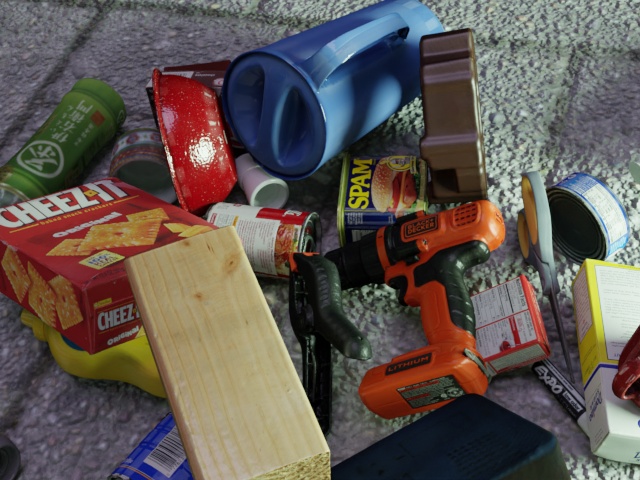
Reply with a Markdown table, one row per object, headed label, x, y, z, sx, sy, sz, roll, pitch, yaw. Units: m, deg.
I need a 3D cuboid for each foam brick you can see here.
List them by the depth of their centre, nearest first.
| label | x | y | z | sx | sy | sz | roll | pitch | yaw |
| --- | --- | --- | --- | --- | --- | --- | --- | --- | --- |
| foam brick | -0.135 | -0.164 | 1.200 | 0.078 | 0.051 | 0.053 | -5 | 49 | 6 |

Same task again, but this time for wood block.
| label | x | y | z | sx | sy | sz | roll | pitch | yaw |
| --- | --- | --- | --- | --- | --- | --- | --- | --- | --- |
| wood block | -0.070 | 0.102 | 0.783 | 0.090 | 0.091 | 0.206 | -18 | 54 | -11 |

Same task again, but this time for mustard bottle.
| label | x | y | z | sx | sy | sz | roll | pitch | yaw |
| --- | --- | --- | --- | --- | --- | --- | --- | --- | --- |
| mustard bottle | -0.189 | 0.086 | 0.979 | 0.192 | 0.058 | 0.096 | 10 | 45 | 19 |

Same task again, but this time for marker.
| label | x | y | z | sx | sy | sz | roll | pitch | yaw |
| --- | --- | --- | --- | --- | --- | --- | --- | --- | --- |
| marker | 0.198 | 0.118 | 0.909 | 0.020 | 0.020 | 0.121 | -27 | 49 | -14 |

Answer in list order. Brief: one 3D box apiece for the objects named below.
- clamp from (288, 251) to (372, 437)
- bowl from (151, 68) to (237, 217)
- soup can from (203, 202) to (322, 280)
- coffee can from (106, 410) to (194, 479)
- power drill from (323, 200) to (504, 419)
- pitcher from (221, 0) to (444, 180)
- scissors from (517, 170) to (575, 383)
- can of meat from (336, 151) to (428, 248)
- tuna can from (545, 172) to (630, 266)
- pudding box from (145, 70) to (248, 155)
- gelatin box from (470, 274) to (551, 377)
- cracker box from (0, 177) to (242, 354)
| label | x | y | z | sx | sy | sz | roll | pitch | yaw |
| --- | --- | --- | --- | --- | --- | --- | --- | --- | --- |
| clamp | -0.002 | 0.083 | 0.925 | 0.039 | 0.120 | 0.171 | 13 | 32 | -22 |
| bowl | -0.120 | -0.097 | 1.060 | 0.055 | 0.162 | 0.162 | -13 | 47 | 1 |
| soup can | -0.057 | 0.001 | 1.026 | 0.102 | 0.068 | 0.068 | 7 | 50 | 16 |
| coffee can | -0.085 | 0.171 | 0.854 | 0.103 | 0.103 | 0.140 | 25 | 57 | 28 |
| power drill | 0.075 | 0.059 | 0.934 | 0.185 | 0.057 | 0.187 | -20 | 46 | 26 |
| pitcher | 0.030 | -0.172 | 1.090 | 0.149 | 0.145 | 0.242 | 16 | 36 | 37 |
| scissors | 0.202 | 0.037 | 0.965 | 0.016 | 0.096 | 0.202 | -5 | 73 | -1 |
| can of meat | 0.063 | -0.039 | 1.050 | 0.084 | 0.057 | 0.102 | 1 | 48 | 8 |
| tuna can | 0.242 | -0.019 | 0.981 | 0.033 | 0.086 | 0.086 | -32 | 51 | -21 |
| pudding box | -0.122 | -0.137 | 1.146 | 0.113 | 0.090 | 0.039 | 4 | 42 | 15 |
| gelatin box | 0.149 | 0.080 | 0.927 | 0.089 | 0.030 | 0.073 | -24 | 45 | 19 |
| cracker box | -0.197 | 0.014 | 0.974 | 0.163 | 0.072 | 0.214 | -19 | 30 | -38 |
